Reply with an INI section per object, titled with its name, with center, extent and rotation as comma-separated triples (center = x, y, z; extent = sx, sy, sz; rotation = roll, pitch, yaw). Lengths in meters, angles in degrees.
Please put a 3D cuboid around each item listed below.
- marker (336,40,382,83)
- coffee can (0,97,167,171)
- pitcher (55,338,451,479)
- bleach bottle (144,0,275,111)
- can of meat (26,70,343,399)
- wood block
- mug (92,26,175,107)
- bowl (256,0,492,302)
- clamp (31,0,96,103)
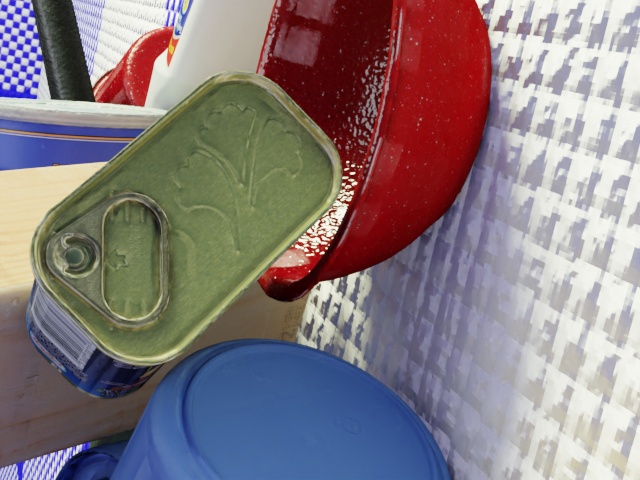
[marker]
center = 0.001, -0.088, 0.528
extent = 0.121, 0.020, 0.020
rotation = -155, 75, -70
[coffee can]
center = -0.135, -0.003, 0.580
extent = 0.103, 0.102, 0.140
rotation = -151, 64, -69
[pitcher]
center = -0.053, 0.150, 0.411
extent = 0.145, 0.149, 0.243
rotation = -75, 9, -59
[bleach bottle]
center = -0.048, -0.128, 0.587
extent = 0.102, 0.068, 0.251
rotation = -97, 28, -50
[can of meat]
center = -0.051, 0.003, 0.360
extent = 0.102, 0.057, 0.084
rotation = -45, 1, -26
[wood block]
center = -0.110, 0.026, 0.457
extent = 0.091, 0.205, 0.090
rotation = 38, 123, 36
[mug]
center = -0.099, -0.101, 0.730
extent = 0.117, 0.093, 0.082
rotation = -50, 10, -29
[bowl]
center = 0.019, -0.053, 0.410
extent = 0.162, 0.055, 0.162
rotation = -172, 90, -70
[clamp]
center = -0.156, -0.058, 0.699
extent = 0.210, 0.036, 0.165
rotation = 48, 133, 25
